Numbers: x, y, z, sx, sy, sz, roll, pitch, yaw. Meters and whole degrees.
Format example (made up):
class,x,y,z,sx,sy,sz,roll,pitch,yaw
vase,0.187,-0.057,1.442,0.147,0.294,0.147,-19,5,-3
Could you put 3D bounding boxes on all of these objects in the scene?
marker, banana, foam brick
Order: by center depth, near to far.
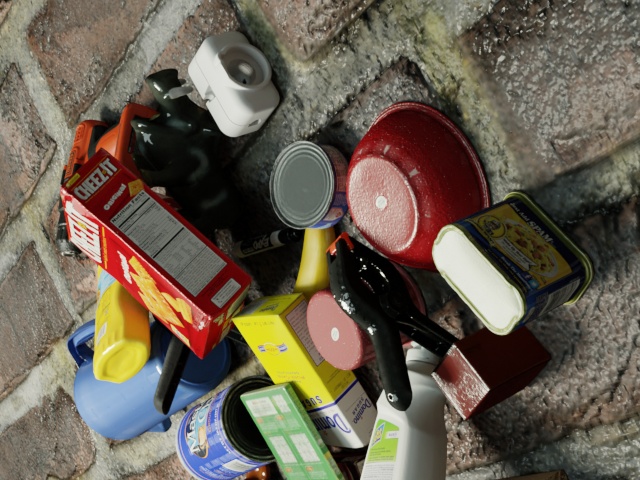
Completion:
class,x,y,z,sx,sy,sz,roll,pitch,yaw
foam brick,0.145,0.107,0.913,0.053,0.078,0.051,53,143,24
banana,-0.019,0.046,1.130,0.070,0.037,0.198,52,142,20
marker,-0.058,0.001,1.173,0.121,0.020,0.020,-15,95,54

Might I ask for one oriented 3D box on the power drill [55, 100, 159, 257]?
class,x,y,z,sx,sy,sz,roll,pitch,yaw
power drill,-0.265,-0.080,1.311,0.188,0.057,0.184,-17,62,50

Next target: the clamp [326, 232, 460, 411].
class,x,y,z,sx,sy,sz,roll,pitch,yaw
clamp,0.057,0.072,0.951,0.171,0.120,0.039,47,124,8

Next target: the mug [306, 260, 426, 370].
class,x,y,z,sx,sy,sz,roll,pitch,yaw
mug,0.034,0.072,1.036,0.117,0.081,0.093,15,120,48

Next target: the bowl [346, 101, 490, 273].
class,x,y,z,sx,sy,sz,roll,pitch,yaw
bowl,0.073,-0.039,0.950,0.162,0.055,0.162,28,128,42

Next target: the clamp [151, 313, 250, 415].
class,x,y,z,sx,sy,sz,roll,pitch,yaw
clamp,-0.152,0.100,1.256,0.210,0.164,0.036,53,164,34

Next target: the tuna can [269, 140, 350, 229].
class,x,y,z,sx,sy,sz,roll,pitch,yaw
tuna can,-0.008,-0.054,1.044,0.086,0.033,0.086,0,89,43

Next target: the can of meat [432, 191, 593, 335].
class,x,y,z,sx,sy,sz,roll,pitch,yaw
can of meat,0.151,0.018,0.853,0.102,0.083,0.057,50,141,24

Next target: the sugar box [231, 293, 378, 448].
class,x,y,z,sx,sy,sz,roll,pitch,yaw
sugar box,-0.013,0.139,1.124,0.094,0.048,0.176,-10,115,54

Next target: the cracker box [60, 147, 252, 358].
class,x,y,z,sx,sy,sz,roll,pitch,yaw
cracker box,-0.181,0.020,1.155,0.214,0.072,0.164,40,159,6

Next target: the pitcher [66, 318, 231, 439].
class,x,y,z,sx,sy,sz,roll,pitch,yaw
pitcher,-0.224,0.164,1.380,0.243,0.149,0.145,-32,61,51

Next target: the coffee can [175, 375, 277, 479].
class,x,y,z,sx,sy,sz,roll,pitch,yaw
coffee can,-0.101,0.228,1.276,0.141,0.102,0.103,-37,78,54

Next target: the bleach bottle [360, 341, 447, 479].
class,x,y,z,sx,sy,sz,roll,pitch,yaw
bleach bottle,0.077,0.213,0.968,0.103,0.068,0.251,-21,51,59

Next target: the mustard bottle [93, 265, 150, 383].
class,x,y,z,sx,sy,sz,roll,pitch,yaw
mustard bottle,-0.239,0.069,1.287,0.096,0.058,0.191,-53,34,41
